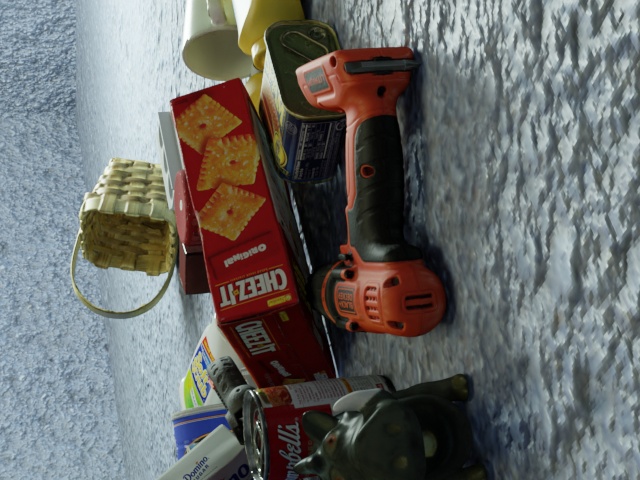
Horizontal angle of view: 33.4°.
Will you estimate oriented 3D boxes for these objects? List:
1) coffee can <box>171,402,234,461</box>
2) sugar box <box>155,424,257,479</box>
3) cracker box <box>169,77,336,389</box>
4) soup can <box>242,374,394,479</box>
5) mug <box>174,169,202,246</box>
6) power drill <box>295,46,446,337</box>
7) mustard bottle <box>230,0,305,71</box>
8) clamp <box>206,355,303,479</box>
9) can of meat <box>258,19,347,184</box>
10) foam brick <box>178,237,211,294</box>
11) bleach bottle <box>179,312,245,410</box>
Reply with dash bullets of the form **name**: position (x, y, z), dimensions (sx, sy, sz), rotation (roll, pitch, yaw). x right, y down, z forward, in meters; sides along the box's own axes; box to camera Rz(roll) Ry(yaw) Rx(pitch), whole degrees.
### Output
- **coffee can**: position (-0.101, 0.250, 1.150), dimensions (0.103, 0.102, 0.140), rotation (132, 130, -69)
- **sugar box**: position (-0.088, 0.262, 1.012), dimensions (0.048, 0.093, 0.176), rotation (36, 157, 40)
- **cracker box**: position (-0.056, 0.001, 0.882), dimensions (0.164, 0.072, 0.214), rotation (67, -173, -60)
- **soup can**: position (0.000, 0.135, 0.769), dimensions (0.069, 0.102, 0.068), rotation (175, 90, -74)
- **mug**: position (-0.105, -0.029, 1.118), dimensions (0.117, 0.081, 0.093), rotation (-112, 24, -46)
- **power drill**: position (0.025, -0.030, 0.723), dimensions (0.185, 0.057, 0.187), rotation (-179, 82, -70)
- **mustard bottle**: position (-0.051, -0.217, 0.918), dimensions (0.096, 0.058, 0.191), rotation (117, 145, -60)
- **clamp**: position (-0.054, 0.164, 0.911), dimensions (0.164, 0.036, 0.210), rotation (64, 169, -18)
- **can of meat**: position (-0.013, -0.106, 0.830), dimensions (0.084, 0.057, 0.102), rotation (102, 157, -53)
- **foam brick**: position (-0.114, 0.023, 1.174), dimensions (0.053, 0.078, 0.051), rotation (-120, 29, -60)
- **bleach bottle**: position (-0.112, 0.139, 1.228), dimensions (0.251, 0.068, 0.102), rotation (110, 150, -51)
